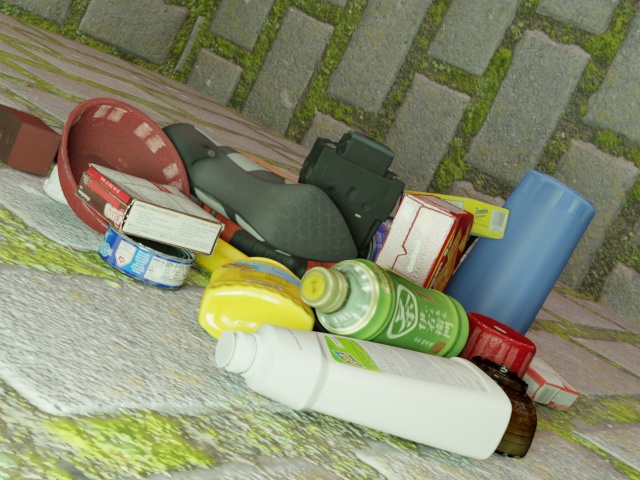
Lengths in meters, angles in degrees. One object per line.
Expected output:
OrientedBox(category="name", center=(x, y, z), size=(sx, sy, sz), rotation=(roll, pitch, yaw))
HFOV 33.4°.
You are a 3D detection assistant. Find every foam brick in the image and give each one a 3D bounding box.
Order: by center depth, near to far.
OrientedBox(category="foam brick", center=(-0.336, -0.113, 1.204), size=(0.051, 0.053, 0.078), rotation=(19, 10, -42))

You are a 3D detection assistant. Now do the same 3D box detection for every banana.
OrientedBox(category="banana", center=(-0.123, 0.011, 1.139), size=(0.198, 0.037, 0.069), rotation=(31, -8, 28))

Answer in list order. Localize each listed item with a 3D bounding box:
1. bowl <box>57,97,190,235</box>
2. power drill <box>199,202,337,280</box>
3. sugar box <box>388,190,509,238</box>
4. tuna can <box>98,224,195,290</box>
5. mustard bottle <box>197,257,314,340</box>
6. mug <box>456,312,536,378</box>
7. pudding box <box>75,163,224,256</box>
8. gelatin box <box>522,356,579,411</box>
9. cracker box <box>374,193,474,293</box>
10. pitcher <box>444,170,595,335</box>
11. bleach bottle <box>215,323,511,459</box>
OrientedBox(category="bowl", center=(-0.209, -0.061, 1.080), size=(0.161, 0.055, 0.162), rotation=(31, 45, -38))
OrientedBox(category="power drill", center=(-0.058, 0.002, 1.265), size=(0.187, 0.057, 0.184), rotation=(24, 13, -7))
OrientedBox(category="sugar box", center=(0.155, -0.039, 1.439), size=(0.093, 0.048, 0.177), rotation=(13, 0, -44))
OrientedBox(category="tuna can", center=(-0.162, 0.013, 0.991), size=(0.086, 0.034, 0.086), rotation=(25, 8, -4))
OrientedBox(category="mustard bottle", center=(-0.056, 0.053, 0.972), size=(0.096, 0.058, 0.191), rotation=(14, 9, -4))
OrientedBox(category="mug", center=(0.174, 0.127, 1.120), size=(0.093, 0.081, 0.117), rotation=(27, 8, 12))
OrientedBox(category="pudding box", center=(-0.159, -0.028, 0.998), size=(0.113, 0.039, 0.090), rotation=(15, 15, -45))
OrientedBox(category="gelatin box", center=(0.259, 0.166, 1.277), size=(0.089, 0.030, 0.073), rotation=(22, 17, -46))
OrientedBox(category="cracker box", center=(0.112, 0.032, 1.253), size=(0.072, 0.164, 0.213), rotation=(25, 7, 11))
OrientedBox(category="pitcher", center=(0.260, 0.025, 1.465), size=(0.149, 0.243, 0.145), rotation=(32, 5, 2))
OrientedBox(category="bleach bottle", center=(0.029, 0.111, 0.853), size=(0.250, 0.068, 0.103), rotation=(19, 10, -29))
